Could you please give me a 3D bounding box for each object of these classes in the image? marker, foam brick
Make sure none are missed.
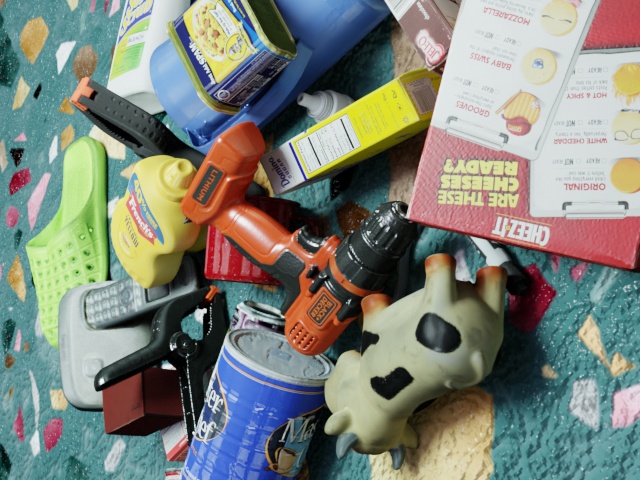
[{"bbox_3d":[0.130,0.001,0.855,0.020,0.020,0.121,-54,45,24],"label":"marker"},{"bbox_3d":[-0.180,0.165,1.088,0.078,0.051,0.053,-28,60,43],"label":"foam brick"}]

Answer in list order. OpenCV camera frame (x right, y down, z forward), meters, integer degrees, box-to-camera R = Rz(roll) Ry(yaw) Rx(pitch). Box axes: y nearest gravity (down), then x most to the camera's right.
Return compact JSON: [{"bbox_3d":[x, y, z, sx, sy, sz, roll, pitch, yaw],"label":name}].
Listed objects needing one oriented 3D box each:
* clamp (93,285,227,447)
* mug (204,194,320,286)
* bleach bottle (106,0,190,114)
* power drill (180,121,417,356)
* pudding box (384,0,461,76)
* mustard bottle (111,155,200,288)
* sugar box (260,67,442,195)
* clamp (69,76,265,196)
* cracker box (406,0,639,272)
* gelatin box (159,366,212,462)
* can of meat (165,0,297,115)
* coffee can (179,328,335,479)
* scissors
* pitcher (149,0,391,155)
[{"bbox_3d":[-0.150,0.110,1.059,0.039,0.120,0.171,-40,28,44],"label":"clamp"},{"bbox_3d":[-0.057,0.001,1.025,0.117,0.093,0.081,4,86,14],"label":"mug"},{"bbox_3d":[-0.197,-0.280,1.273,0.103,0.068,0.251,-10,70,46],"label":"bleach bottle"},{"bbox_3d":[-0.022,-0.013,0.911,0.188,0.057,0.185,45,128,12],"label":"power drill"},{"bbox_3d":[0.107,-0.171,0.876,0.039,0.089,0.113,-46,48,28],"label":"pudding box"},{"bbox_3d":[-0.157,-0.029,1.050,0.096,0.058,0.192,66,151,14],"label":"mustard bottle"},{"bbox_3d":[0.038,-0.095,0.927,0.177,0.093,0.048,-28,86,43],"label":"sugar box"},{"bbox_3d":[-0.172,-0.098,1.097,0.165,0.209,0.036,9,69,55],"label":"clamp"},{"bbox_3d":[0.170,-0.098,0.759,0.164,0.072,0.214,14,90,23],"label":"cracker box"},{"bbox_3d":[-0.137,0.172,1.101,0.073,0.030,0.089,-46,49,32],"label":"gelatin box"},{"bbox_3d":[-0.077,-0.178,0.944,0.084,0.057,0.102,-37,69,27],"label":"can of meat"},{"bbox_3d":[-0.056,0.163,0.949,0.103,0.102,0.140,33,108,48],"label":"coffee can"},{"bbox_3d":[0.066,-0.018,0.936,0.096,0.016,0.202,26,99,49],"label":"scissors"},{"bbox_3d":[-0.043,-0.192,1.024,0.243,0.144,0.149,-34,82,35],"label":"pitcher"}]
